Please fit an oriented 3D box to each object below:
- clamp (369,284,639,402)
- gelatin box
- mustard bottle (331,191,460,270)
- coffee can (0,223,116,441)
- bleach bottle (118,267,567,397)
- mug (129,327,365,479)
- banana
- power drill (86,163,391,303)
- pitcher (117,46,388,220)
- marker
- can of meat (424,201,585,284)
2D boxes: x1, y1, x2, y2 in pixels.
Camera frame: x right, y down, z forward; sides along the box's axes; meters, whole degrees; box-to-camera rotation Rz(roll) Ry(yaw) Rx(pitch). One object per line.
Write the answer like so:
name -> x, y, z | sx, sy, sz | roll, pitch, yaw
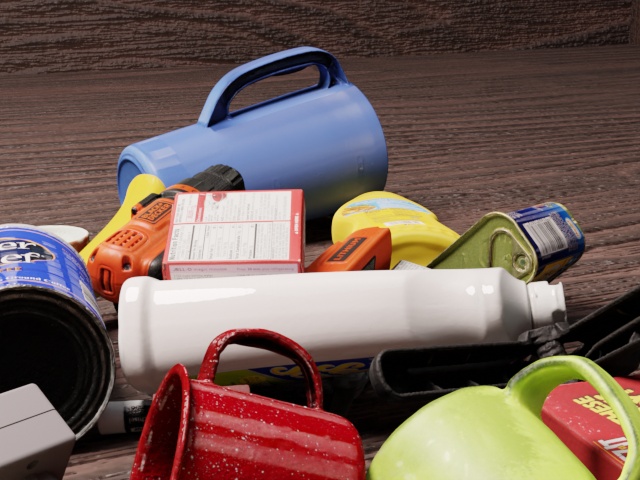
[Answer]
clamp -> 0.132, 0.060, 0.562 | 0.165, 0.036, 0.209 | -19, -19, 17
gelatin box -> -0.055, 0.001, 0.692 | 0.089, 0.030, 0.073 | -2, 40, 2
mustard bottle -> 0.060, -0.005, 0.947 | 0.096, 0.058, 0.192 | -3, 16, -8
coffee can -> -0.182, 0.056, 0.644 | 0.102, 0.103, 0.140 | -5, 16, -16
bleach bottle -> 0.016, 0.049, 0.628 | 0.251, 0.068, 0.102 | -6, -17, 9
mug -> -0.031, 0.095, 0.452 | 0.081, 0.117, 0.093 | 16, -22, -16
banana -> -0.159, -0.006, 0.838 | 0.070, 0.037, 0.197 | -3, 31, 24
power drill -> -0.047, 0.005, 0.773 | 0.188, 0.057, 0.184 | 13, 32, 21
pitcher -> -0.067, -0.077, 1.022 | 0.242, 0.149, 0.145 | -19, -17, -28
marker -> -0.069, 0.100, 0.624 | 0.121, 0.020, 0.020 | -3, 15, 0
can of meat -> 0.137, 0.018, 0.794 | 0.083, 0.057, 0.102 | -13, -24, -47
